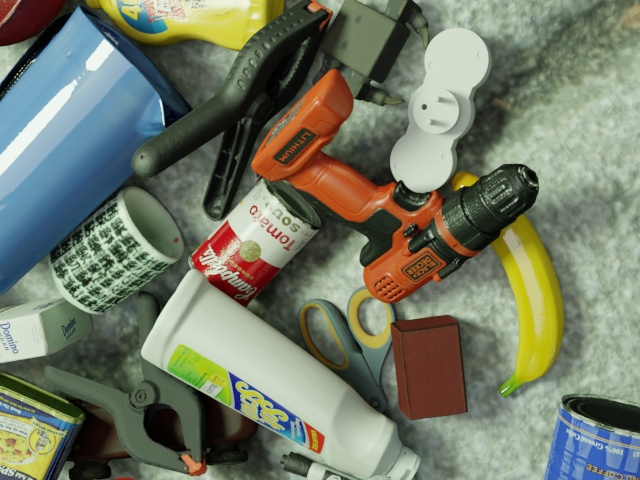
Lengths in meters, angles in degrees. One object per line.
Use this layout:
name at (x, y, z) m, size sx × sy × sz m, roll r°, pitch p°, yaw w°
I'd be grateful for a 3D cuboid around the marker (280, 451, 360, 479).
marker at (0.021, 0.217, 0.954) m, size 0.121 × 0.020 × 0.020 m, roll 20°, pitch 100°, yaw 11°

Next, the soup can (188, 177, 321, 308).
soup can at (-0.056, 0.001, 0.926) m, size 0.068 × 0.068 × 0.102 m, roll 45°, pitch 103°, yaw 6°

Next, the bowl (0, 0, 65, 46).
bowl at (-0.265, -0.231, 0.938) m, size 0.162 × 0.055 × 0.162 m, roll -19°, pitch 59°, yaw 36°

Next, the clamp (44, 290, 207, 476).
clamp at (-0.164, 0.141, 0.935) m, size 0.120 × 0.039 × 0.171 m, roll -33°, pitch 68°, yaw 3°

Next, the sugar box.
sugar box at (-0.311, 0.090, 0.985) m, size 0.176 × 0.093 × 0.048 m, roll -8°, pitch 97°, yaw 15°

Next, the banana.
banana at (0.162, 0.034, 0.890) m, size 0.070 × 0.037 × 0.198 m, roll -12°, pitch 93°, yaw 13°

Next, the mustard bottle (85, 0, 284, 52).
mustard bottle at (-0.129, -0.217, 0.926) m, size 0.192 × 0.058 × 0.096 m, roll 7°, pitch 96°, yaw 14°

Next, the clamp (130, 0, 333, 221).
clamp at (-0.061, -0.110, 0.897) m, size 0.036 × 0.164 × 0.210 m, roll 37°, pitch 83°, yaw 19°

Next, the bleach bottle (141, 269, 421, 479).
bleach bottle at (-0.025, 0.127, 0.897) m, size 0.251 × 0.068 × 0.103 m, roll 32°, pitch 148°, yaw -3°

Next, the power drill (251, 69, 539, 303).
power drill at (0.054, -0.046, 0.847) m, size 0.187 × 0.057 × 0.185 m, roll 41°, pitch 129°, yaw -12°

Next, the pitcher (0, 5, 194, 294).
pitcher at (-0.238, -0.077, 0.918) m, size 0.243 × 0.149 × 0.145 m, roll -45°, pitch 103°, yaw 5°

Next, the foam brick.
foam brick at (0.092, 0.107, 0.901) m, size 0.051 × 0.053 × 0.078 m, roll -7°, pitch 95°, yaw -5°

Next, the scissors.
scissors at (0.059, 0.125, 0.936) m, size 0.096 × 0.016 × 0.202 m, roll -39°, pitch 86°, yaw 14°

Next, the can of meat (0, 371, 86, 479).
can of meat at (-0.269, 0.173, 0.945) m, size 0.102 × 0.057 × 0.084 m, roll 25°, pitch 91°, yaw -4°
